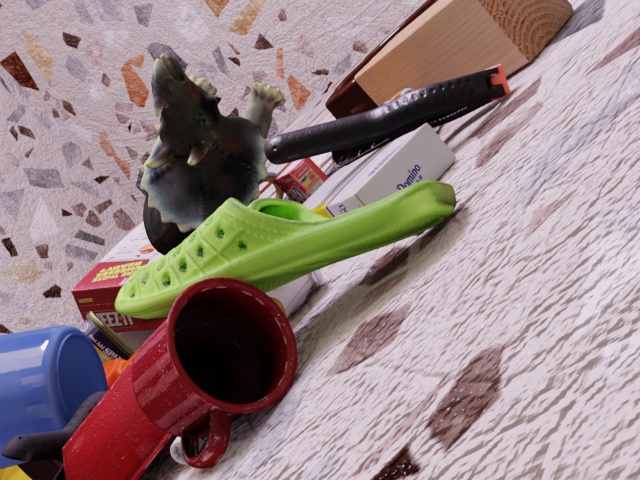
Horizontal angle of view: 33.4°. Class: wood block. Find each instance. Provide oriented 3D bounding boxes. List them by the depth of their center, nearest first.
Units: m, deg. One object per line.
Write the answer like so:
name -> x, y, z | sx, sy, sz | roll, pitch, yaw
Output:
wood block -> 0.136, -0.191, 1.047 | 0.090, 0.091, 0.206 | -48, 9, -30

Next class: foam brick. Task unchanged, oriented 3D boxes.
foam brick -> -0.276, 0.207, 1.080 | 0.051, 0.078, 0.052 | -38, 8, 40

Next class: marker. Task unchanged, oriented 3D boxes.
marker -> -0.079, 0.120, 0.778 | 0.020, 0.020, 0.121 | -40, 9, 27

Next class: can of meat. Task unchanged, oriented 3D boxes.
can of meat -> -0.240, 0.142, 1.154 | 0.084, 0.102, 0.057 | -47, 9, -9

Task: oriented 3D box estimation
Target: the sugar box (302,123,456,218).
sugar box -> 0.038, -0.039, 0.923 | 0.093, 0.048, 0.176 | -45, 11, -20

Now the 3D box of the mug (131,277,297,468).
mug -> -0.074, 0.093, 0.705 | 0.082, 0.093, 0.117 | -41, 44, 49

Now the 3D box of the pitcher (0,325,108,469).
pitcher -> -0.317, 0.148, 0.967 | 0.243, 0.145, 0.149 | -14, 55, 14

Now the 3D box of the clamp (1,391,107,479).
clamp -> -0.198, 0.169, 0.867 | 0.171, 0.039, 0.120 | -53, -25, -49

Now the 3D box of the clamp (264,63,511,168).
clamp -> 0.062, -0.105, 0.939 | 0.210, 0.036, 0.164 | -19, -4, 30

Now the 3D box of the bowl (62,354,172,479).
bowl -> -0.145, 0.138, 0.809 | 0.162, 0.055, 0.162 | -51, 4, 4

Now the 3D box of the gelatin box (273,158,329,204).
gelatin box -> -0.007, -0.046, 1.066 | 0.030, 0.073, 0.089 | -45, 8, -10

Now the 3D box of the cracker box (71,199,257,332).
cracker box -> -0.172, 0.030, 1.282 | 0.164, 0.072, 0.213 | -7, 24, 21
